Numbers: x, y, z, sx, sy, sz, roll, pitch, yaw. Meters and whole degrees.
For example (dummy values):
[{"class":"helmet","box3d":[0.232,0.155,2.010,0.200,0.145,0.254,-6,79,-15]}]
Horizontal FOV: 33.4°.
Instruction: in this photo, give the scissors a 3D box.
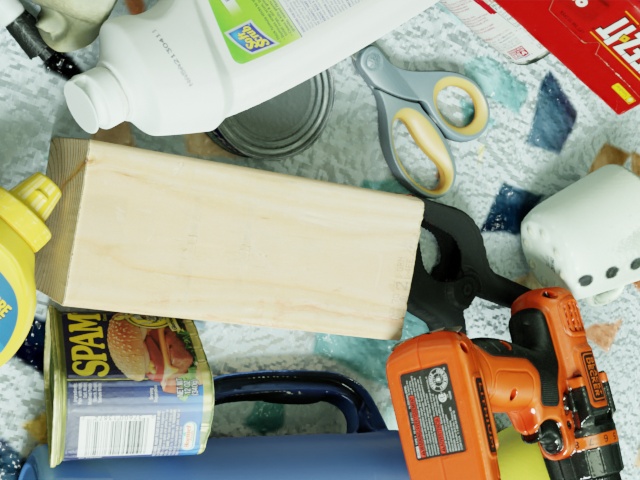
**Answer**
[{"class":"scissors","box3d":[0.050,-0.122,0.708,0.096,0.016,0.201,-36,111,-20]}]

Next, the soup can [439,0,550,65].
[{"class":"soup can","box3d":[0.116,-0.171,0.705,0.102,0.069,0.068,34,81,-27]}]

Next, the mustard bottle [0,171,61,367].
[{"class":"mustard bottle","box3d":[-0.203,0.039,0.542,0.191,0.058,0.096,-50,116,-17]}]

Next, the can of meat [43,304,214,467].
[{"class":"can of meat","box3d":[-0.110,0.079,0.597,0.083,0.102,0.057,2,114,-17]}]

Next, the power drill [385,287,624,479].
[{"class":"power drill","box3d":[0.125,0.121,0.664,0.187,0.057,0.184,2,69,-51]}]

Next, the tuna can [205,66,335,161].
[{"class":"tuna can","box3d":[-0.036,-0.093,0.659,0.086,0.034,0.086,-4,98,-26]}]

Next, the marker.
[{"class":"marker","box3d":[-0.190,-0.147,0.582,0.020,0.020,0.121,-47,114,-14]}]

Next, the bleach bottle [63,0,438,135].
[{"class":"bleach bottle","box3d":[-0.036,-0.133,0.598,0.250,0.068,0.102,-34,82,-30]}]

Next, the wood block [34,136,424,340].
[{"class":"wood block","box3d":[-0.054,0.000,0.630,0.205,0.091,0.090,9,92,-27]}]

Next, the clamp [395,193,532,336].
[{"class":"clamp","box3d":[0.101,0.030,0.743,0.120,0.039,0.171,-38,115,-29]}]

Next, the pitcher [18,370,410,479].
[{"class":"pitcher","box3d":[-0.056,0.168,0.641,0.242,0.149,0.145,6,109,-24]}]
